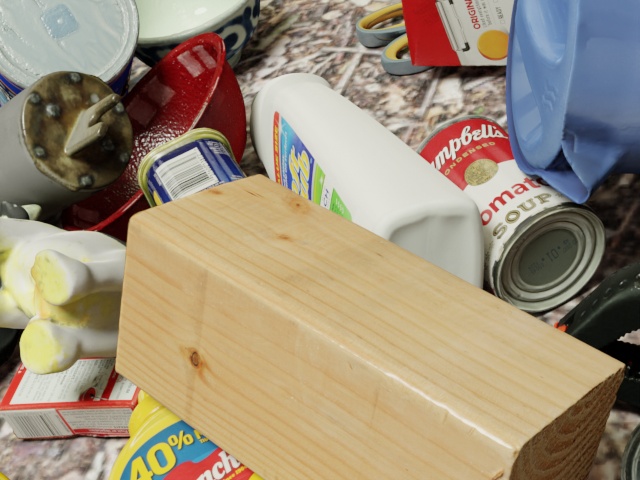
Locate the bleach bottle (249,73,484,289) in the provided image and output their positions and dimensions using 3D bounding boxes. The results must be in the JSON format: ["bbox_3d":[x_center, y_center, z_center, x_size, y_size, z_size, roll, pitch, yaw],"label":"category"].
[{"bbox_3d":[0.009,-0.030,0.630,0.068,0.102,0.251,-10,29,-18],"label":"bleach bottle"}]

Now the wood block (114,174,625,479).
[{"bbox_3d":[0.012,0.057,0.471,0.206,0.091,0.090,29,32,31],"label":"wood block"}]

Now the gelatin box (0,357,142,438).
[{"bbox_3d":[-0.127,0.076,0.607,0.089,0.030,0.073,-5,40,18],"label":"gelatin box"}]

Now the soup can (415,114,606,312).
[{"bbox_3d":[0.099,-0.016,0.583,0.068,0.068,0.102,-27,40,-7],"label":"soup can"}]

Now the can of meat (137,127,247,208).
[{"bbox_3d":[-0.054,0.001,0.606,0.057,0.102,0.084,-27,41,-8],"label":"can of meat"}]

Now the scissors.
[{"bbox_3d":[0.124,-0.166,0.787,0.202,0.016,0.096,-10,42,13],"label":"scissors"}]

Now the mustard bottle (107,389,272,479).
[{"bbox_3d":[-0.047,0.127,0.489,0.096,0.058,0.192,-27,39,-11],"label":"mustard bottle"}]

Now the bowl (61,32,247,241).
[{"bbox_3d":[-0.098,-0.056,0.698,0.162,0.055,0.162,-37,32,27],"label":"bowl"}]

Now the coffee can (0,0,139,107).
[{"bbox_3d":[-0.184,-0.129,0.758,0.102,0.103,0.140,-35,-2,-17],"label":"coffee can"}]
